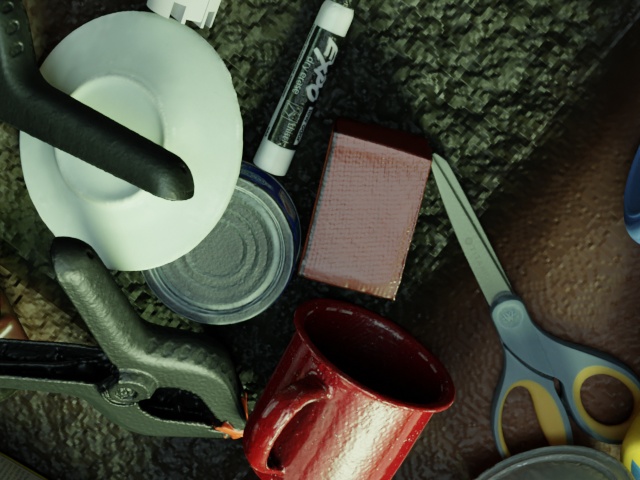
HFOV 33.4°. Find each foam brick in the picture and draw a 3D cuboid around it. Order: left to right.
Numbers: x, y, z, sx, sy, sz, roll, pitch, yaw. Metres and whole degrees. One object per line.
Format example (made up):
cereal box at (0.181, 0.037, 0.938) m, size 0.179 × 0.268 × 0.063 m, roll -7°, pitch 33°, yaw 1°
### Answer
foam brick at (0.023, -0.018, 0.547) m, size 0.051 × 0.053 × 0.078 m, roll 13°, pitch 107°, yaw 0°

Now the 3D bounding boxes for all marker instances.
marker at (-0.003, -0.091, 0.545) m, size 0.020 × 0.020 × 0.121 m, roll 24°, pitch 105°, yaw -3°

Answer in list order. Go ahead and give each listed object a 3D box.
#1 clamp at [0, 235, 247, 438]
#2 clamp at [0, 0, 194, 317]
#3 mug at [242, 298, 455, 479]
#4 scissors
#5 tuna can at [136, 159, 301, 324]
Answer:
clamp at (-0.112, 0.067, 0.554) m, size 0.120 × 0.039 × 0.171 m, roll -23°, pitch 134°, yaw 28°
clamp at (-0.174, -0.061, 0.535) m, size 0.165 × 0.036 × 0.210 m, roll -39°, pitch 83°, yaw 26°
mug at (0.004, 0.090, 0.550) m, size 0.093 × 0.117 × 0.082 m, roll 38°, pitch 112°, yaw 24°
scissors at (0.122, 0.042, 0.577) m, size 0.096 × 0.016 × 0.202 m, roll -10°, pitch 105°, yaw 5°
tuna can at (-0.054, 0.001, 0.566) m, size 0.086 × 0.033 × 0.086 m, roll 1°, pitch 106°, yaw 3°
